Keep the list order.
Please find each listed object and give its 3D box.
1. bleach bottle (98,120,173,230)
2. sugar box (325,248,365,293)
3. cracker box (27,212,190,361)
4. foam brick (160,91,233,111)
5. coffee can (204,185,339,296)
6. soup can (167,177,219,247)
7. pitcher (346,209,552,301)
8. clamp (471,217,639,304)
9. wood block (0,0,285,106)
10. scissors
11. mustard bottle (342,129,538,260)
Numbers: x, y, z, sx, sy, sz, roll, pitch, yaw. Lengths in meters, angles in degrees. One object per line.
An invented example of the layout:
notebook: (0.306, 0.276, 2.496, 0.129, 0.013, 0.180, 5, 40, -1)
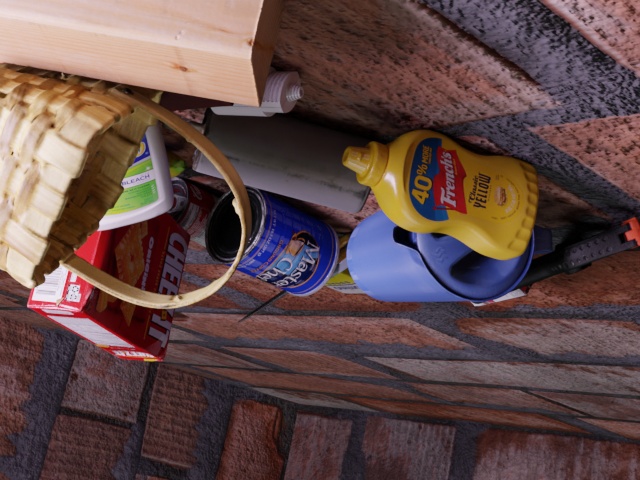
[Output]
bleach bottle: (-0.202, -0.109, 0.985, 0.102, 0.068, 0.251, -14, 148, -6)
sugar box: (0.012, 0.035, 1.521, 0.094, 0.048, 0.176, -3, 159, 44)
cracker box: (-0.226, 0.030, 1.190, 0.072, 0.164, 0.213, 4, 161, 19)
foam brick: (-0.113, -0.145, 0.903, 0.078, 0.051, 0.052, 1, 162, 36)
coffee can: (-0.059, 0.002, 1.327, 0.103, 0.103, 0.140, -1, 161, 42)
soup can: (-0.157, -0.031, 1.351, 0.069, 0.068, 0.102, 0, 162, 40)
pitcher: (0.128, 0.008, 1.171, 0.149, 0.145, 0.243, 46, 162, -9)
clamp: (0.282, 0.016, 1.179, 0.164, 0.036, 0.210, -18, 174, -39)
wood block: (-0.136, -0.167, 0.755, 0.206, 0.090, 0.091, 11, 165, 4)
scissors: (-0.022, 0.046, 1.415, 0.202, 0.096, 0.016, -28, 109, 32)
mustard bottle: (0.109, -0.051, 0.997, 0.191, 0.096, 0.058, 17, 166, -19)
